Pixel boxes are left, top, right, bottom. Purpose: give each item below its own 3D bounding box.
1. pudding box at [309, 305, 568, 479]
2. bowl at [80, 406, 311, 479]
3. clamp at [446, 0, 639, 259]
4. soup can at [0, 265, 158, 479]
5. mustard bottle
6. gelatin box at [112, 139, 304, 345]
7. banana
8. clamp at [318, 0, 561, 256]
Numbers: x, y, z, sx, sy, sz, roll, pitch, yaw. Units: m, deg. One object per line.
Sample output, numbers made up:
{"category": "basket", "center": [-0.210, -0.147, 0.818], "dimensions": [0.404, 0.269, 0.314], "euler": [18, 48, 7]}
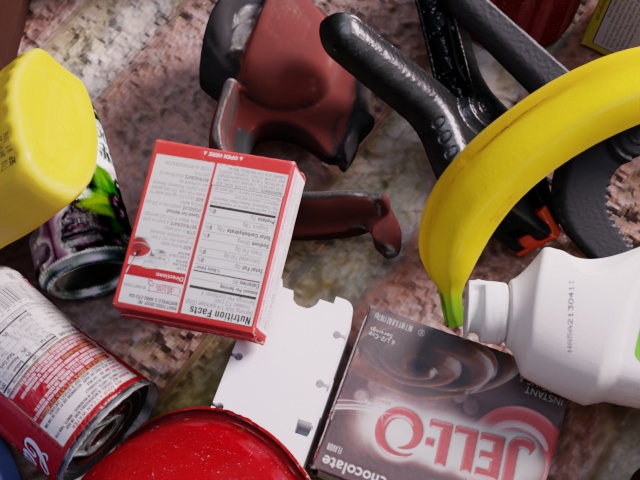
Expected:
{"category": "pudding box", "center": [0.061, 0.096, 0.541], "dimensions": [0.113, 0.039, 0.090], "euler": [19, 69, 7]}
{"category": "bowl", "center": [-0.072, 0.152, 0.464], "dimensions": [0.162, 0.055, 0.162], "euler": [-9, 75, 33]}
{"category": "clamp", "center": [0.154, -0.060, 0.562], "dimensions": [0.165, 0.036, 0.210], "euler": [-3, 98, 11]}
{"category": "soup can", "center": [-0.141, 0.068, 0.535], "dimensions": [0.102, 0.068, 0.068], "euler": [37, 72, 14]}
{"category": "mustard bottle", "center": [-0.199, -0.012, 0.541], "dimensions": [0.192, 0.058, 0.096], "euler": [-32, 43, 21]}
{"category": "gelatin box", "center": [-0.053, 0.001, 0.521], "dimensions": [0.073, 0.030, 0.089], "euler": [10, 77, 13]}
{"category": "banana", "center": [0.115, -0.043, 0.532], "dimensions": [0.198, 0.069, 0.037], "euler": [-42, 33, 13]}
{"category": "clamp", "center": [0.079, -0.074, 0.592], "dimensions": [0.171, 0.039, 0.120], "euler": [52, 49, -11]}
